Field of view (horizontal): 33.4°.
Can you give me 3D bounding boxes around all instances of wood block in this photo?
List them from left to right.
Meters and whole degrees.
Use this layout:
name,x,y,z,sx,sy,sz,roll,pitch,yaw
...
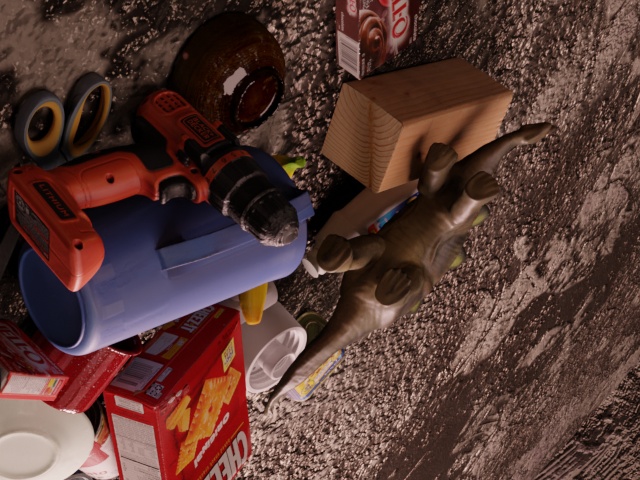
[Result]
name,x,y,z,sx,sy,sz,roll,pitch,yaw
wood block,0.111,-0.133,1.191,0.205,0.090,0.091,-21,140,-44

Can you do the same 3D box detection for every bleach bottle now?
name,x,y,z,sx,sy,sz,roll,pitch,yaw
bleach bottle,0.081,-0.035,1.294,0.250,0.068,0.102,-38,149,-19

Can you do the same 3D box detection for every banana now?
name,x,y,z,sx,sy,sz,roll,pitch,yaw
banana,-0.061,-0.011,1.100,0.037,0.070,0.198,5,117,-20

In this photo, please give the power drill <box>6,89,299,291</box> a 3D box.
name,x,y,z,sx,sy,sz,roll,pitch,yaw
power drill,-0.133,-0.032,0.836,0.187,0.185,0.057,-27,147,-35

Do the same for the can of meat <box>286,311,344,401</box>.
name,x,y,z,sx,sy,sz,roll,pitch,yaw
can of meat,-0.020,0.151,1.369,0.102,0.057,0.084,-46,154,-9

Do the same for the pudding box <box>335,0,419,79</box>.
name,x,y,z,sx,sy,sz,roll,pitch,yaw
pudding box,0.057,-0.229,1.052,0.089,0.039,0.113,-36,149,-27

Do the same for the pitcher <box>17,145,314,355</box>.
name,x,y,z,sx,sy,sz,roll,pitch,yaw
pitcher,-0.130,0.007,0.933,0.242,0.145,0.149,-25,146,-42

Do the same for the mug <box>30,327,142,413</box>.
name,x,y,z,sx,sy,sz,roll,pitch,yaw
mug,-0.219,0.106,0.987,0.081,0.093,0.117,-51,151,10

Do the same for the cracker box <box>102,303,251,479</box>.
name,x,y,z,sx,sy,sz,roll,pitch,yaw
cracker box,-0.142,0.194,1.128,0.164,0.072,0.214,-49,145,-47

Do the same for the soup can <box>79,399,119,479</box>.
name,x,y,z,sx,sy,sz,roll,pitch,yaw
soup can,-0.237,0.200,1.094,0.068,0.069,0.102,-45,152,-11

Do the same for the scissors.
name,x,y,z,sx,sy,sz,roll,pitch,yaw
scissors,-0.228,-0.046,0.868,0.096,0.016,0.202,-3,125,-59

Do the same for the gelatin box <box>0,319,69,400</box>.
name,x,y,z,sx,sy,sz,roll,pitch,yaw
gelatin box,-0.268,0.098,0.904,0.030,0.089,0.073,-57,152,7
